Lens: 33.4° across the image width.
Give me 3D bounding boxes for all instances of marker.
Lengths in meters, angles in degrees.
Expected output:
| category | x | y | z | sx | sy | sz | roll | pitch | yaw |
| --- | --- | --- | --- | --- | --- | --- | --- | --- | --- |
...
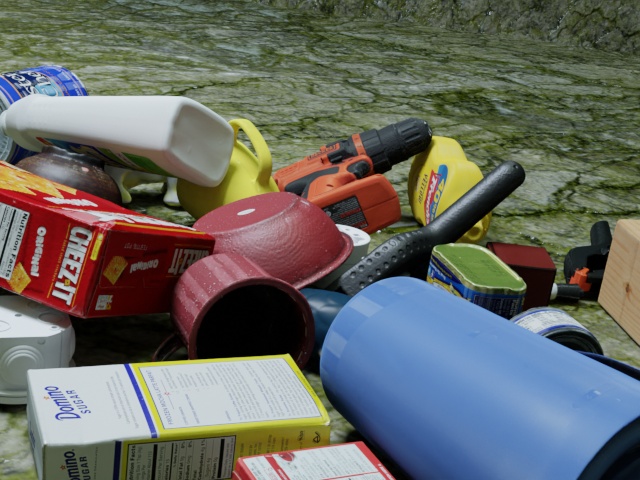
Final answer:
| category | x | y | z | sx | sy | sz | roll | pitch | yaw |
| --- | --- | --- | --- | --- | --- | --- | --- | --- | --- |
| marker | 0.191 | 0.046 | 1.010 | 0.121 | 0.020 | 0.020 | 5 | 20 | -8 |

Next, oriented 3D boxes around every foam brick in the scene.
| category | x | y | z | sx | sy | sz | roll | pitch | yaw |
| --- | --- | --- | --- | --- | --- | --- | --- | --- | --- |
| foam brick | 0.163 | 0.047 | 0.907 | 0.051 | 0.078 | 0.053 | 7 | 22 | -5 |

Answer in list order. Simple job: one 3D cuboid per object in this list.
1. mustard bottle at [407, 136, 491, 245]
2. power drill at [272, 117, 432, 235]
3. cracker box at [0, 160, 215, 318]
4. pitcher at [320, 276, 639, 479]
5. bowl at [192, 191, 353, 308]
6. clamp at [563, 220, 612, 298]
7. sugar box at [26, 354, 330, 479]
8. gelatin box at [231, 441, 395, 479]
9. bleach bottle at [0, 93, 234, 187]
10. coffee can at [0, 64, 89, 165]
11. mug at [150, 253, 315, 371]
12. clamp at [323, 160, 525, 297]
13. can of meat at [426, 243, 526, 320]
| category | x | y | z | sx | sy | sz | roll | pitch | yaw |
| --- | --- | --- | --- | --- | --- | --- | --- | --- | --- |
| mustard bottle | 0.137 | -0.040 | 1.113 | 0.058 | 0.096 | 0.191 | 9 | 19 | -11 |
| power drill | 0.037 | -0.061 | 1.099 | 0.184 | 0.057 | 0.187 | -24 | 18 | 8 |
| cracker box | -0.211 | -0.008 | 0.803 | 0.214 | 0.072 | 0.164 | 18 | 5 | 20 |
| pitcher | 0.114 | 0.107 | 0.643 | 0.149 | 0.145 | 0.243 | 34 | -2 | -37 |
| bowl | -0.056 | 0.001 | 0.894 | 0.162 | 0.055 | 0.162 | -15 | 18 | 5 |
| clamp | 0.295 | 0.020 | 1.095 | 0.171 | 0.039 | 0.120 | -10 | 25 | -41 |
| sugar box | -0.090 | 0.114 | 0.668 | 0.176 | 0.048 | 0.093 | -3 | 22 | -19 |
| gelatin box | 0.002 | 0.152 | 0.617 | 0.089 | 0.030 | 0.073 | -2 | 23 | -28 |
| bleach bottle | -0.212 | -0.104 | 1.036 | 0.251 | 0.068 | 0.102 | 8 | -13 | 33 |
| coffee can | -0.337 | -0.138 | 1.190 | 0.103 | 0.103 | 0.140 | 16 | 21 | 21 |
| mug | -0.071 | 0.065 | 0.770 | 0.117 | 0.093 | 0.082 | -36 | 26 | -9 |
| clamp | 0.078 | 0.023 | 0.924 | 0.209 | 0.165 | 0.036 | -30 | 68 | -30 |
| can of meat | 0.118 | 0.057 | 0.850 | 0.057 | 0.084 | 0.102 | 2 | 20 | -18 |
